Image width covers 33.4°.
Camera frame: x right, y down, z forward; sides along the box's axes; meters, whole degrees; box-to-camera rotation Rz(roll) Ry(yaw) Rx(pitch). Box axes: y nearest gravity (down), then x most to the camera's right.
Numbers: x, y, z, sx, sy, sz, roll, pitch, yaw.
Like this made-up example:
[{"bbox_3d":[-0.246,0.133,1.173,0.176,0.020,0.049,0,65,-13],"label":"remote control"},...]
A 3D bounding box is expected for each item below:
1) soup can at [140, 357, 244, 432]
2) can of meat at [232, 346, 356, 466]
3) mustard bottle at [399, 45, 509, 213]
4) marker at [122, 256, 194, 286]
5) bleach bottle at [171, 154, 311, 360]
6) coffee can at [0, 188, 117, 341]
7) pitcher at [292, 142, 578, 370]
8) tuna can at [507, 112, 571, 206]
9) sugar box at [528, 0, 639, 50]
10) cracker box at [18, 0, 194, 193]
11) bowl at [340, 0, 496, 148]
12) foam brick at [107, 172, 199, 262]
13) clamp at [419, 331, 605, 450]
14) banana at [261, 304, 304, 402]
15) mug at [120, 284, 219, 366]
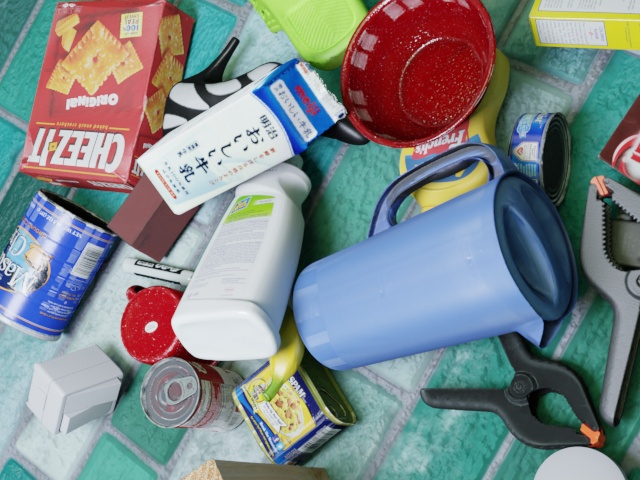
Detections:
[{"bbox_3d":[-0.123,0.157,1.069,0.069,0.102,0.068,-7,75,26],"label":"soup can"},{"bbox_3d":[-0.027,0.161,1.046,0.084,0.057,0.102,-40,63,15],"label":"can of meat"},{"bbox_3d":[0.125,-0.089,1.029,0.096,0.058,0.191,2,79,29],"label":"mustard bottle"},{"bbox_3d":[-0.164,0.037,1.167,0.121,0.020,0.020,11,83,29],"label":"marker"},{"bbox_3d":[-0.057,0.001,1.040,0.103,0.068,0.250,-6,42,26],"label":"bleach bottle"},{"bbox_3d":[-0.304,0.027,1.193,0.103,0.102,0.140,32,93,29],"label":"coffee can"},{"bbox_3d":[0.093,0.028,0.958,0.243,0.145,0.149,-22,31,36],"label":"pitcher"},{"bbox_3d":[0.200,-0.074,0.971,0.034,0.086,0.086,4,80,30],"label":"tuna can"},{"bbox_3d":[0.289,-0.217,0.968,0.176,0.048,0.093,11,59,27],"label":"sugar box"},{"bbox_3d":[-0.248,-0.168,1.230,0.164,0.072,0.213,7,82,29],"label":"cracker box"},{"bbox_3d":[0.099,-0.156,0.992,0.162,0.055,0.162,-10,72,32],"label":"bowl"},{"bbox_3d":[-0.183,-0.027,1.167,0.051,0.053,0.078,37,90,39],"label":"foam brick"},{"bbox_3d":[0.183,0.124,0.959,0.172,0.039,0.120,23,91,29],"label":"clamp"},{"bbox_3d":[-0.064,0.075,1.039,0.069,0.037,0.198,-22,38,-15],"label":"banana"},{"bbox_3d":[-0.162,0.085,1.118,0.093,0.081,0.117,-50,62,8],"label":"mug"}]
